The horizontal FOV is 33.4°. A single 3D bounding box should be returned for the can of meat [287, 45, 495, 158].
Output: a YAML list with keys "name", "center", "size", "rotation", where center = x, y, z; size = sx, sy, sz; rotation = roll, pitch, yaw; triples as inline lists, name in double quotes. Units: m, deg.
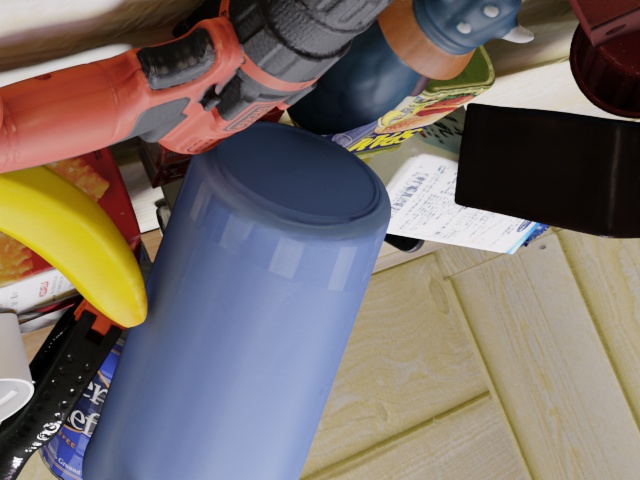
- name: "can of meat"
  center: [0.043, -0.092, 0.633]
  size: [0.084, 0.057, 0.101]
  rotation: [-30, 171, 38]

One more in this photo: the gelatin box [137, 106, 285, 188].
- name: "gelatin box"
  center: [-0.065, -0.063, 0.621]
  size: [0.073, 0.030, 0.089]
  rotation: [-21, 175, -16]

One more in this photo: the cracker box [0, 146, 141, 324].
- name: "cracker box"
  center: [-0.214, 0.018, 0.616]
  size: [0.213, 0.072, 0.164]
  rotation: [-20, 174, -12]

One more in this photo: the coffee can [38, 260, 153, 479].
- name: "coffee can"
  center: [-0.137, 0.100, 0.765]
  size: [0.102, 0.103, 0.140]
  rotation: [-16, 136, -49]

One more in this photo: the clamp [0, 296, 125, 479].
- name: "clamp"
  center: [-0.181, 0.099, 0.679]
  size: [0.210, 0.036, 0.164]
  rotation: [-51, -160, 27]

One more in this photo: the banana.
- name: "banana"
  center: [-0.149, -0.009, 0.492]
  size: [0.197, 0.037, 0.070]
  rotation: [20, 99, -47]

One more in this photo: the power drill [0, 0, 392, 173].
- name: "power drill"
  center: [-0.075, -0.065, 0.417]
  size: [0.187, 0.057, 0.185]
  rotation: [-18, 173, -35]

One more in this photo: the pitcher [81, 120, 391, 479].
- name: "pitcher"
  center: [-0.044, 0.054, 0.615]
  size: [0.144, 0.149, 0.243]
  rotation: [6, 125, -23]
